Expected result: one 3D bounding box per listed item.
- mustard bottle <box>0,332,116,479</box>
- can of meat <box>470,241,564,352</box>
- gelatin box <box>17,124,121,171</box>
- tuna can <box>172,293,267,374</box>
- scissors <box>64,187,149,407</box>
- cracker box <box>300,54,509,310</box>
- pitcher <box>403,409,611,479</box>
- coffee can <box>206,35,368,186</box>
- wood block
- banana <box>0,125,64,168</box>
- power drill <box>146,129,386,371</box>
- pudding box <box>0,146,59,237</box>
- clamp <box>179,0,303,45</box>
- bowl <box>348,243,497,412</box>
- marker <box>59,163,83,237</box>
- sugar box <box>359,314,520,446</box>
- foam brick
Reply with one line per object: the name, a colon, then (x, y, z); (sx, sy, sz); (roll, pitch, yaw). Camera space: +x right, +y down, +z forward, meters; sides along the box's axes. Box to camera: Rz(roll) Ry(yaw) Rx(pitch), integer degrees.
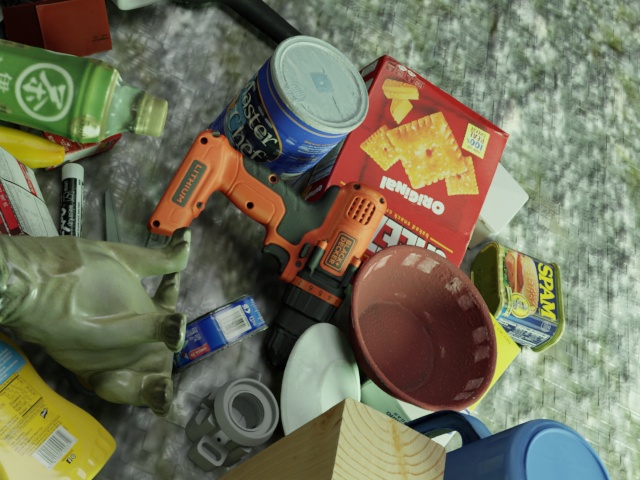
mustard bottle: (-0.245, 0.117, 0.773); (0.191, 0.058, 0.096); (46, 44, -4)
can of meat: (0.210, 0.059, 1.148); (0.083, 0.058, 0.102); (21, 52, -22)
gelatin box: (-0.231, -0.113, 0.947); (0.073, 0.030, 0.089); (-26, 81, -44)
tuna can: (-0.089, 0.077, 0.891); (0.085, 0.086, 0.034); (-24, 86, -43)
scissors: (-0.185, 0.048, 0.890); (0.096, 0.016, 0.202); (-9, 68, -39)
cracker box: (0.080, -0.055, 1.073); (0.164, 0.072, 0.213); (31, 67, -16)
pitcher: (0.109, 0.218, 0.842); (0.144, 0.243, 0.149); (-33, 86, -46)
coffee can: (-0.035, -0.112, 1.014); (0.102, 0.141, 0.103); (18, 54, -27)
wood block: (-0.009, 0.206, 0.789); (0.090, 0.206, 0.090); (29, 49, -19)
banana: (-0.305, -0.083, 0.852); (0.197, 0.070, 0.037); (9, 96, -42)
power drill: (-0.056, 0.001, 0.954); (0.187, 0.057, 0.184); (29, 85, -8)
pudding box: (-0.243, -0.025, 0.831); (0.039, 0.113, 0.090); (-26, 77, 1)
clamp: (-0.108, -0.278, 1.137); (0.209, 0.036, 0.164); (-1, 63, -34)
bowl: (0.082, 0.087, 0.974); (0.161, 0.055, 0.162); (16, 57, -27)
marker: (-0.212, -0.010, 0.905); (0.020, 0.020, 0.121); (13, 56, -30)
sugar box: (0.118, 0.127, 1.044); (0.093, 0.048, 0.176); (49, 45, -1)
foam brick: (-0.232, -0.186, 0.944); (0.078, 0.051, 0.053); (-27, 115, -48)
